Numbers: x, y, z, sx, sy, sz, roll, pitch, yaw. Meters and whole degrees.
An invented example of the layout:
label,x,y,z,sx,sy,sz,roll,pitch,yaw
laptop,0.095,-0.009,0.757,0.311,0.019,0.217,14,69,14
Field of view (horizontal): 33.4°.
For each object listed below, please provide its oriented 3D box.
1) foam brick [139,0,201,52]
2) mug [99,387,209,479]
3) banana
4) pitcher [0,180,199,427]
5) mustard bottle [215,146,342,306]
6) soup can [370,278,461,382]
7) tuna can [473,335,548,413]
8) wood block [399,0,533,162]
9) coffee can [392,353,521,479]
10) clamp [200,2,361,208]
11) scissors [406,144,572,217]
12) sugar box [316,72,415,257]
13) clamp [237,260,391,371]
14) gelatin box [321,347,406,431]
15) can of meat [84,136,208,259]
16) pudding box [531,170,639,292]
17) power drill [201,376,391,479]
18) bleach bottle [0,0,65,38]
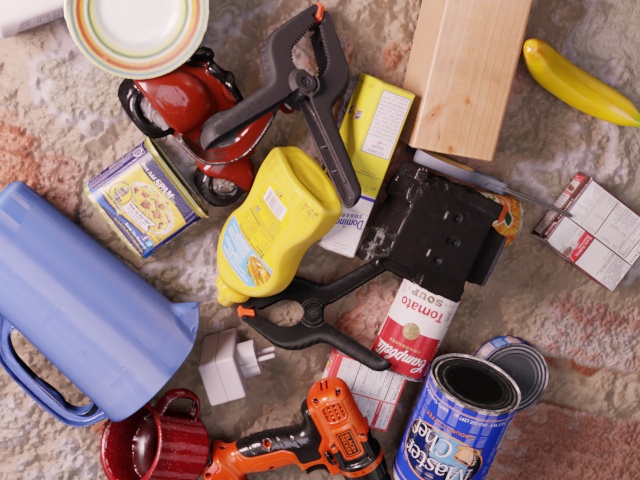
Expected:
label,x,y,z,sx,sy,sz,roll,pitch,yaw
foam brick,-0.149,-0.215,1.034,0.053,0.078,0.051,-14,108,-7
mug,-0.166,0.208,1.127,0.081,0.093,0.117,20,99,-49
banana,0.272,-0.167,1.125,0.197,0.070,0.037,23,82,-28
pitcher,-0.255,0.065,1.065,0.242,0.145,0.149,44,54,-14
mustard bottle,-0.057,0.001,1.093,0.058,0.096,0.192,-9,145,-47
soup can,0.104,0.094,1.168,0.068,0.068,0.102,22,99,-15
tuna can,0.215,0.153,1.223,0.086,0.034,0.086,-3,105,-10
wood block,0.147,-0.194,1.089,0.090,0.091,0.206,9,102,-13
coffee can,0.147,0.210,1.171,0.102,0.103,0.140,10,118,-13
clamp,-0.030,-0.145,1.033,0.164,0.036,0.210,15,63,-23
scissors,0.173,-0.067,1.143,0.201,0.096,0.016,17,103,-33
sugar box,0.037,-0.079,1.097,0.048,0.093,0.176,20,100,-15
clamp,0.000,0.088,1.142,0.171,0.039,0.120,-9,74,4
gelatin box,0.045,0.167,1.196,0.089,0.030,0.073,17,100,-13
can of meat,-0.177,-0.042,1.085,0.084,0.057,0.102,-36,107,2
pudding box,0.309,-0.009,1.196,0.113,0.039,0.090,35,95,-19
power drill,-0.024,0.253,1.177,0.187,0.057,0.184,-22,113,4
bleach bottle,-0.194,-0.260,1.013,0.250,0.103,0.068,-20,101,-12
